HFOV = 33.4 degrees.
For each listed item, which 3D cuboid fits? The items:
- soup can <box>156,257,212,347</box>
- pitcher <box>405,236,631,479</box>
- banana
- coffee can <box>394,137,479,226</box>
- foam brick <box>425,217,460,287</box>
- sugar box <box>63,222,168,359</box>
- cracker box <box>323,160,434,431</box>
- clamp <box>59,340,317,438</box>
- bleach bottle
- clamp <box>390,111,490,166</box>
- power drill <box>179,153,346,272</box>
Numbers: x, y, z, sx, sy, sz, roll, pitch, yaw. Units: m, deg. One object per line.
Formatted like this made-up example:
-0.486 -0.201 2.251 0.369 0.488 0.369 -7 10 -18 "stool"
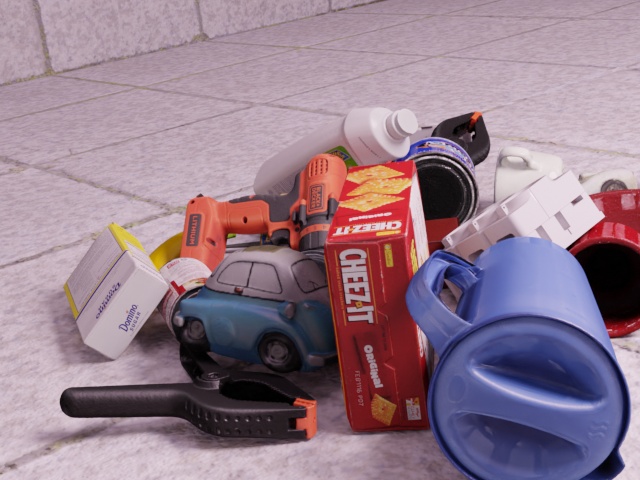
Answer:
-0.126 0.061 1.059 0.068 0.068 0.102 -13 19 -16 "soup can"
0.149 0.072 0.811 0.145 0.149 0.242 -3 16 11 "pitcher"
-0.167 0.023 1.224 0.070 0.037 0.197 -14 17 26 "banana"
0.131 -0.062 1.240 0.103 0.103 0.140 -5 11 7 "coffee can"
0.125 0.013 1.128 0.051 0.053 0.078 -5 19 6 "foam brick"
-0.213 0.049 1.099 0.093 0.048 0.176 -54 27 2 "sugar box"
0.054 0.039 0.904 0.072 0.164 0.213 -6 18 10 "cracker box"
-0.089 0.126 0.900 0.210 0.036 0.164 5 16 26 "clamp"
0.027 -0.090 1.246 0.251 0.102 0.068 -24 36 50 "bleach bottle"
0.162 -0.114 1.388 0.120 0.039 0.171 23 46 3 "clamp"
-0.058 0.001 1.154 0.188 0.057 0.184 -10 53 19 "power drill"
